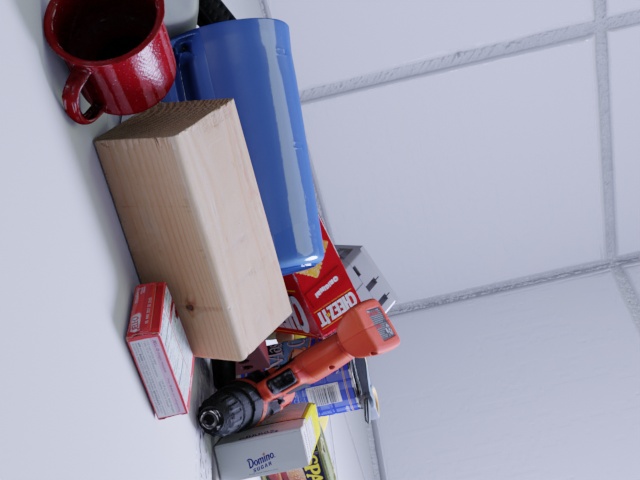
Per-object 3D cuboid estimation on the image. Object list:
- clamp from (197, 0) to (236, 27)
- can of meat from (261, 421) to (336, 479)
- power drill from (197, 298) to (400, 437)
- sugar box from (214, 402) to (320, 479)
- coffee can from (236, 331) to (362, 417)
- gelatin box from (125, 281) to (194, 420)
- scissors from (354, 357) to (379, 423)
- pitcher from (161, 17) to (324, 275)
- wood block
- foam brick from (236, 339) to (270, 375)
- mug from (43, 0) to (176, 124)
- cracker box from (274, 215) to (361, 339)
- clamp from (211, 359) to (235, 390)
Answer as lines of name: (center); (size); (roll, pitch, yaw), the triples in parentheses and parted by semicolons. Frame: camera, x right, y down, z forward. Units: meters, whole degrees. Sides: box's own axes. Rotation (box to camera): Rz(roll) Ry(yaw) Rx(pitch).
clamp: (-0.153, -0.283, 1.171); (0.210, 0.036, 0.164); (45, -7, 24)
can of meat: (-0.029, 0.283, 1.331); (0.057, 0.084, 0.102); (-95, 171, -62)
power drill: (-0.022, 0.130, 1.071); (0.057, 0.188, 0.184); (61, 18, 6)
sugar box: (-0.053, 0.215, 1.147); (0.176, 0.093, 0.048); (-34, 111, -85)
coffee can: (-0.026, 0.172, 1.318); (0.103, 0.140, 0.103); (-13, 90, -86)
gelatin box: (-0.131, 0.090, 0.878); (0.073, 0.030, 0.089); (-94, 171, -58)
scissors: (0.052, 0.174, 1.273); (0.201, 0.016, 0.096); (60, 16, -77)
pitcher: (-0.078, -0.084, 1.029); (0.145, 0.149, 0.243); (150, -72, -74)
wood block: (-0.106, -0.009, 0.920); (0.090, 0.091, 0.206); (-43, 126, -48)
foam brick: (-0.092, 0.115, 1.209); (0.078, 0.053, 0.051); (68, 10, -64)
mug: (-0.164, -0.141, 0.831); (0.081, 0.093, 0.117); (80, 30, -63)
cracker box: (-0.058, 0.001, 1.203); (0.164, 0.072, 0.213); (0, -62, 62)
clamp: (-0.099, 0.097, 1.091); (0.171, 0.039, 0.120); (30, 82, -64)
